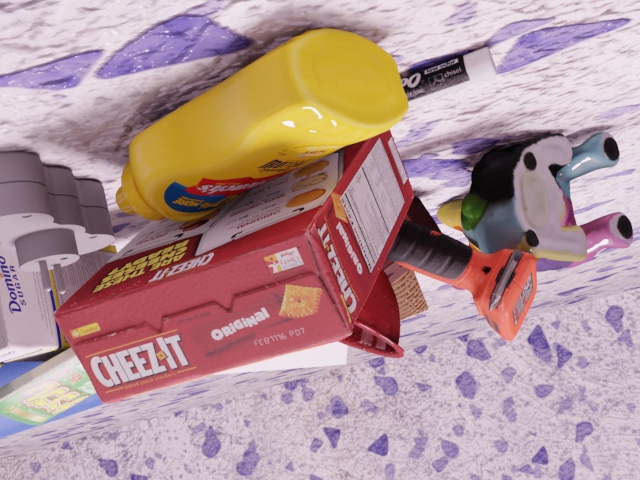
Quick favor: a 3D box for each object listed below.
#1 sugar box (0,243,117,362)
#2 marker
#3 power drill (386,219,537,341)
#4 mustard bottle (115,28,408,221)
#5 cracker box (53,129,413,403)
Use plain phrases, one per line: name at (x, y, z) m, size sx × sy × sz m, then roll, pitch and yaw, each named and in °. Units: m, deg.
sugar box at (-0.206, 0.043, 0.802) m, size 0.048 × 0.093 × 0.176 m, roll -18°, pitch 167°, yaw 19°
marker at (0.048, -0.089, 0.653) m, size 0.121 × 0.020 × 0.020 m, roll -18°, pitch 169°, yaw 17°
power drill at (0.079, 0.016, 0.862) m, size 0.188 × 0.057 × 0.184 m, roll 23°, pitch 170°, yaw 17°
mustard bottle at (-0.051, -0.054, 0.602) m, size 0.192 × 0.058 × 0.096 m, roll -22°, pitch 171°, yaw 38°
cracker box at (-0.040, 0.007, 0.665) m, size 0.164 × 0.072 × 0.213 m, roll -18°, pitch -163°, yaw 21°
